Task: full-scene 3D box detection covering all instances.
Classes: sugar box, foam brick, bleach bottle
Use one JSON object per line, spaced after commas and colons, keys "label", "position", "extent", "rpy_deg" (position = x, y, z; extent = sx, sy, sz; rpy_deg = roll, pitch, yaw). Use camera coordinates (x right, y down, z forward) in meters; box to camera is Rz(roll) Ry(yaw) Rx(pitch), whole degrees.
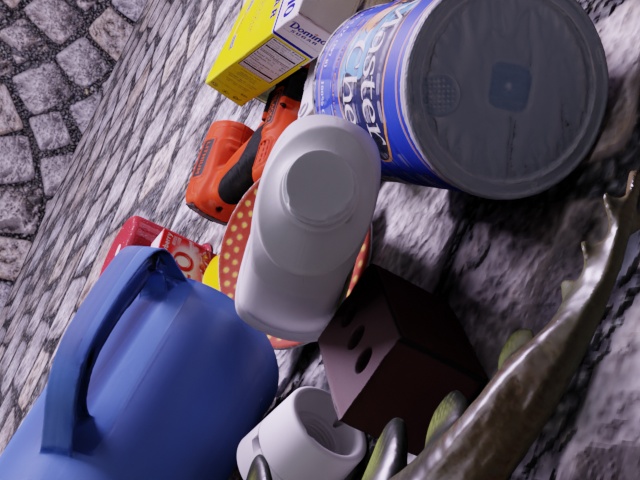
{"label": "sugar box", "position": [-0.025, -0.174, 0.834], "extent": [0.176, 0.048, 0.093], "rpy_deg": [-24, 41, 62]}
{"label": "foam brick", "position": [0.037, 0.057, 0.519], "extent": [0.053, 0.051, 0.078], "rpy_deg": [-57, 19, 17]}
{"label": "bleach bottle", "position": [-0.008, -0.001, 0.546], "extent": [0.251, 0.068, 0.102], "rpy_deg": [112, 173, -84]}

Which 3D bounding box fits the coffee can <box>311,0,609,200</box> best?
{"label": "coffee can", "position": [0.064, -0.077, 0.545], "extent": [0.103, 0.102, 0.140], "rpy_deg": [-64, 18, -2]}

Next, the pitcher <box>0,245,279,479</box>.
{"label": "pitcher", "position": [-0.121, 0.126, 0.612], "extent": [0.145, 0.149, 0.242], "rpy_deg": [-41, 12, 32]}

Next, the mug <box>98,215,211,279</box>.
{"label": "mug", "position": [-0.169, 0.037, 1.040], "extent": [0.117, 0.081, 0.093], "rpy_deg": [-59, 19, 13]}

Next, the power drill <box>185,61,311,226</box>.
{"label": "power drill", "position": [-0.047, -0.101, 0.938], "extent": [0.188, 0.057, 0.184], "rpy_deg": [-32, 36, 57]}
